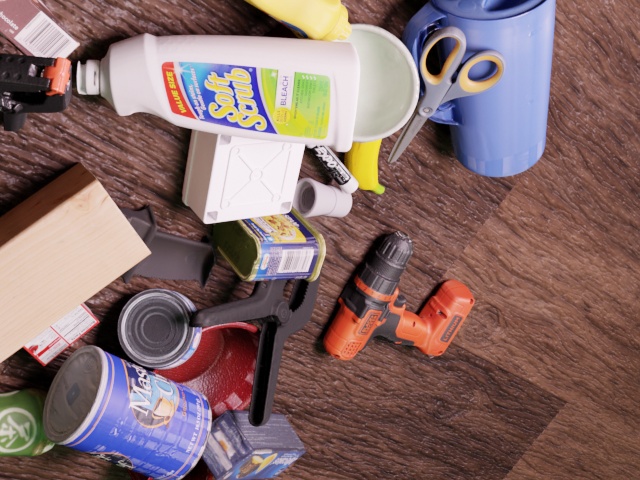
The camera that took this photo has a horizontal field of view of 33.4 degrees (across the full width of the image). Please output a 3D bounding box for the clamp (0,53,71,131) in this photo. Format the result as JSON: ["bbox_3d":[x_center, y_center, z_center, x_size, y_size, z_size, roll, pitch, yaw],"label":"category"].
[{"bbox_3d":[-0.252,-0.120,0.870,0.120,0.172,0.039,14,81,-55],"label":"clamp"}]

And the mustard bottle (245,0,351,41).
[{"bbox_3d":[-0.037,-0.230,0.980,0.191,0.096,0.058,22,106,-46],"label":"mustard bottle"}]

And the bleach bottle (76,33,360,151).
[{"bbox_3d":[-0.094,-0.137,0.977,0.250,0.068,0.103,1,123,-8],"label":"bleach bottle"}]

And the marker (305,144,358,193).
[{"bbox_3d":[0.002,-0.095,1.158,0.020,0.020,0.121,-44,127,-2],"label":"marker"}]

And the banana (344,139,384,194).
[{"bbox_3d":[0.063,-0.132,1.183,0.069,0.037,0.198,-31,143,-49],"label":"banana"}]

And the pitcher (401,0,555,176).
[{"bbox_3d":[0.183,-0.185,1.172,0.243,0.149,0.145,78,28,-46],"label":"pitcher"}]

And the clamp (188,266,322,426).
[{"bbox_3d":[-0.053,0.092,1.192,0.209,0.036,0.164,-47,128,-41],"label":"clamp"}]

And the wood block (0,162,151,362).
[{"bbox_3d":[-0.274,0.028,0.984,0.206,0.090,0.090,-37,115,-9],"label":"wood block"}]

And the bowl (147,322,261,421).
[{"bbox_3d":[-0.138,0.145,1.223,0.161,0.055,0.162,-21,133,-25],"label":"bowl"}]

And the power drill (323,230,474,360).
[{"bbox_3d":[0.109,0.077,1.365,0.187,0.057,0.185,12,117,-40],"label":"power drill"}]

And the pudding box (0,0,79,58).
[{"bbox_3d":[-0.254,-0.193,0.844,0.039,0.090,0.113,-44,138,1],"label":"pudding box"}]

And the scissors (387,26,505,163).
[{"bbox_3d":[0.133,-0.144,1.128,0.096,0.016,0.202,8,142,-1],"label":"scissors"}]

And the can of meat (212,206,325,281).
[{"bbox_3d":[-0.057,0.002,1.142,0.083,0.102,0.057,-1,121,-35],"label":"can of meat"}]

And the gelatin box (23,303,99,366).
[{"bbox_3d":[-0.279,0.076,1.079,0.073,0.030,0.089,-40,137,-7],"label":"gelatin box"}]

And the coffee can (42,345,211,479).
[{"bbox_3d":[-0.198,0.180,1.100,0.140,0.103,0.103,31,101,-35],"label":"coffee can"}]

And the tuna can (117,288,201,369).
[{"bbox_3d":[-0.171,0.094,1.132,0.086,0.086,0.033,-43,171,-2],"label":"tuna can"}]
